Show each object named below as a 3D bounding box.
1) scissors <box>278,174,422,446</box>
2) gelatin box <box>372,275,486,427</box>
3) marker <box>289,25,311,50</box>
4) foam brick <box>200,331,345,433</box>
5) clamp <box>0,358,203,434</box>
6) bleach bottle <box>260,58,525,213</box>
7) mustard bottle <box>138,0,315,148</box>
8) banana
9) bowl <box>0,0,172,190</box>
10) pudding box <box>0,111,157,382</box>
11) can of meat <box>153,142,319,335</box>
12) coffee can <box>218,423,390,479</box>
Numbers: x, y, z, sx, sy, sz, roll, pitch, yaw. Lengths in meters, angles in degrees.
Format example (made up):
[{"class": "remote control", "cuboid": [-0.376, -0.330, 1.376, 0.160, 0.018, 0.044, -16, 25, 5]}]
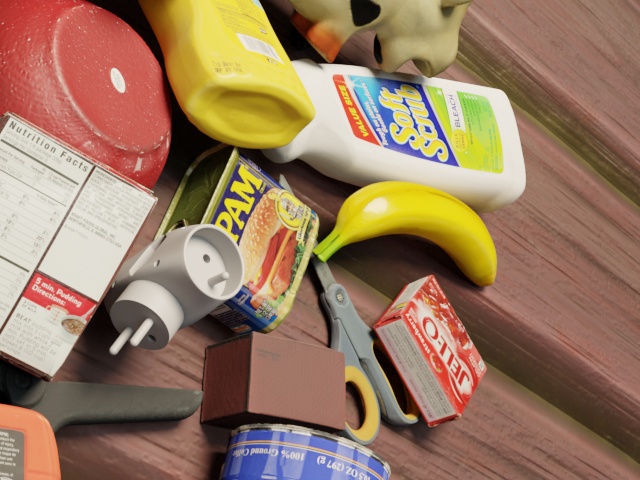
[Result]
[{"class": "scissors", "cuboid": [0.005, 0.058, 0.745, 0.201, 0.016, 0.096, 55, 45, -12]}, {"class": "gelatin box", "cuboid": [0.082, 0.080, 0.783, 0.089, 0.030, 0.073, 60, 32, -8]}, {"class": "marker", "cuboid": [-0.004, -0.196, 0.824, 0.020, 0.020, 0.121, 29, 58, -30]}, {"class": "foam brick", "cuboid": [-0.029, 0.094, 0.683, 0.078, 0.051, 0.053, 18, 64, -35]}, {"class": "clamp", "cuboid": [-0.161, 0.084, 0.585, 0.164, 0.036, 0.209, 52, 46, -13]}, {"class": "bleach bottle", "cuboid": [0.041, -0.077, 0.794, 0.250, 0.068, 0.102, 2, 74, -37]}, {"class": "mustard bottle", "cuboid": [-0.075, -0.149, 0.695, 0.096, 0.058, 0.192, 12, 44, -46]}, {"class": "banana", "cuboid": [0.077, -0.007, 0.797, 0.197, 0.070, 0.037, 11, 31, -41]}, {"class": "bowl", "cuboid": [-0.138, -0.083, 0.620, 0.162, 0.055, 0.162, 36, 43, -41]}, {"class": "pudding box", "cuboid": [-0.150, 0.004, 0.549, 0.090, 0.039, 0.113, 31, 80, -18]}, {"class": "can of meat", "cuboid": [-0.055, 0.001, 0.690, 0.083, 0.058, 0.102, 38, 54, -27]}, {"class": "coffee can", "cuboid": [-0.021, 0.191, 0.622, 0.102, 0.103, 0.140, 31, 58, -29]}]
